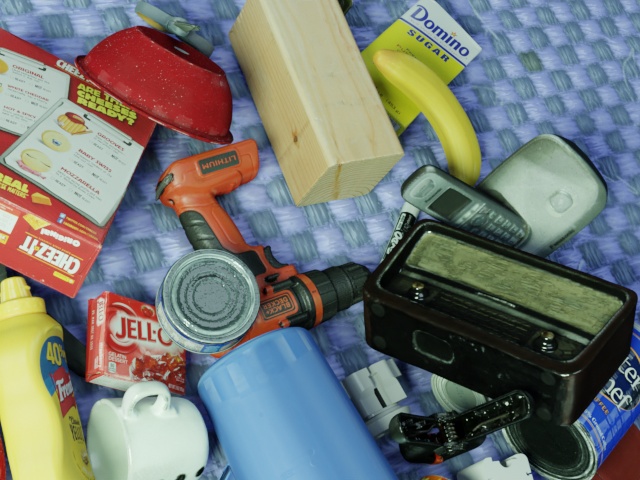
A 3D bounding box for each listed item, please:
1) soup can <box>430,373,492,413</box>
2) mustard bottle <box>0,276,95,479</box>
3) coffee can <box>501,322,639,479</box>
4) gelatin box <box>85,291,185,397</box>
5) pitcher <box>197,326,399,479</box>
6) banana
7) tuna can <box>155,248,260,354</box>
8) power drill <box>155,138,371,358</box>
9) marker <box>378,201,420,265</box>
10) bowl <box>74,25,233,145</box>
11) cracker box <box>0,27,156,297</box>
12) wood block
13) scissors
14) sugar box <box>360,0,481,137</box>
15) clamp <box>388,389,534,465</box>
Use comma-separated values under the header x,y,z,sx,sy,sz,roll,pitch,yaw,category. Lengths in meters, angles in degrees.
x,y,z,sx,sy,sz,roll,pitch,yaw,category
0.162,0.121,1.031,0.068,0.069,0.102,49,55,4,soup can
-0.217,0.120,0.816,0.058,0.096,0.191,-16,77,0,mustard bottle
0.252,0.148,1.018,0.103,0.103,0.140,49,55,4,coffee can
-0.154,0.090,0.895,0.089,0.030,0.073,25,52,-42,gelatin box
-0.013,0.203,0.875,0.148,0.145,0.243,-13,67,-44,pitcher
0.122,-0.127,1.115,0.069,0.037,0.197,-49,117,-39,banana
-0.095,0.051,0.903,0.086,0.034,0.086,6,69,-15,tuna can
-0.056,0.001,0.991,0.184,0.057,0.188,-19,74,-33,power drill
0.074,0.010,1.075,0.020,0.020,0.121,31,55,-9,marker
-0.140,-0.150,0.976,0.162,0.055,0.162,28,14,-8,bowl
-0.240,-0.070,0.892,0.164,0.072,0.213,27,34,-13,cracker box
-0.008,-0.149,1.074,0.090,0.091,0.206,-12,71,-30,wood block
-0.119,-0.192,1.007,0.096,0.202,0.016,30,92,-34,scissors
0.097,-0.192,1.176,0.093,0.048,0.176,44,56,-2,sugar box
0.120,0.164,0.922,0.120,0.171,0.039,-7,72,3,clamp
